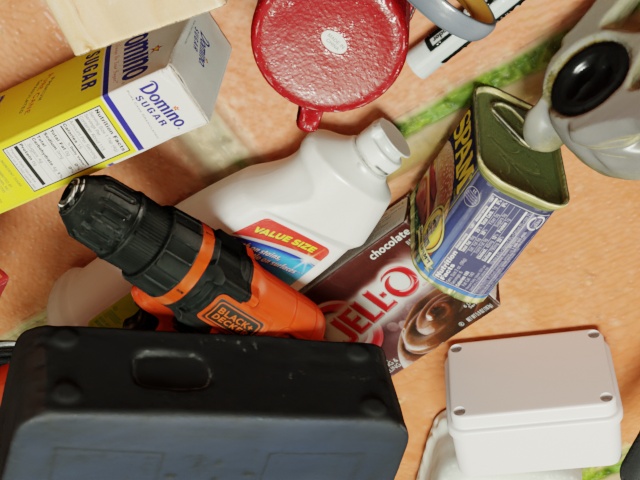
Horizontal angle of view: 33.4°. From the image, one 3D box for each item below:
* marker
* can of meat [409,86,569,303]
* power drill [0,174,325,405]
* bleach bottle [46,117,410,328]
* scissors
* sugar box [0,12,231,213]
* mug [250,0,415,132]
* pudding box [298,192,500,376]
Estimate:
[{"bbox_3d":[0.099,-0.132,0.593,0.121,0.020,0.020,-35,115,26],"label":"marker"},{"bbox_3d":[0.094,-0.026,0.620,0.057,0.102,0.084,23,126,-12],"label":"can of meat"},{"bbox_3d":[-0.118,0.059,0.639,0.184,0.057,0.188,36,118,-30],"label":"power drill"},{"bbox_3d":[-0.054,0.001,0.677,0.251,0.068,0.102,-36,120,24],"label":"bleach bottle"},{"bbox_3d":[0.015,-0.154,0.522,0.201,0.096,0.016,16,133,-31],"label":"scissors"},{"bbox_3d":[-0.141,-0.072,0.614,0.176,0.093,0.048,-24,120,19],"label":"sugar box"},{"bbox_3d":[0.004,-0.112,0.578,0.093,0.081,0.117,15,125,-5],"label":"mug"},{"bbox_3d":[0.047,0.034,0.704,0.090,0.039,0.114,40,120,-21],"label":"pudding box"}]
